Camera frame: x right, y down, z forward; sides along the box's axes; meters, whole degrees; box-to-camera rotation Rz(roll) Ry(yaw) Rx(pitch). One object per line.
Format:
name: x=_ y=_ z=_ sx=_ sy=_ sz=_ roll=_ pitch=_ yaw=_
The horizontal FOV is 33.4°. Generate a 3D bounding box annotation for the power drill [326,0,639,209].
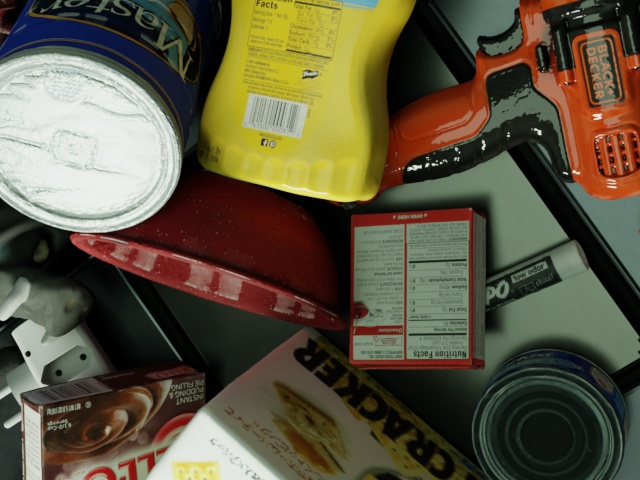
power drill: x=0.078 y=-0.100 z=0.568 sx=0.188 sy=0.057 sz=0.184 roll=-11 pitch=93 yaw=22

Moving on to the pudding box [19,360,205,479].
pudding box: x=-0.126 y=0.128 z=0.657 sx=0.039 sy=0.113 sz=0.090 roll=17 pitch=109 yaw=54

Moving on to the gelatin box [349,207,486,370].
gelatin box: x=0.055 y=0.028 z=0.600 sx=0.073 sy=0.030 sz=0.089 roll=-3 pitch=80 yaw=26

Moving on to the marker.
marker: x=0.093 y=0.032 z=0.609 sx=0.121 sy=0.020 sz=0.020 roll=-26 pitch=91 yaw=22

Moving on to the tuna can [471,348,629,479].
tuna can: x=0.129 y=0.107 z=0.603 sx=0.086 sy=0.033 sz=0.086 roll=4 pitch=102 yaw=19

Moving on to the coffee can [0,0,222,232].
coffee can: x=-0.111 y=-0.087 z=0.550 sx=0.103 sy=0.140 sz=0.103 roll=3 pitch=130 yaw=3

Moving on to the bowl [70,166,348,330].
bowl: x=-0.054 y=0.001 z=0.597 sx=0.162 sy=0.162 sz=0.055 roll=15 pitch=79 yaw=16

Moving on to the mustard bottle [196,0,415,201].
mustard bottle: x=-0.001 y=-0.121 z=0.534 sx=0.096 sy=0.058 sz=0.192 roll=15 pitch=99 yaw=24
